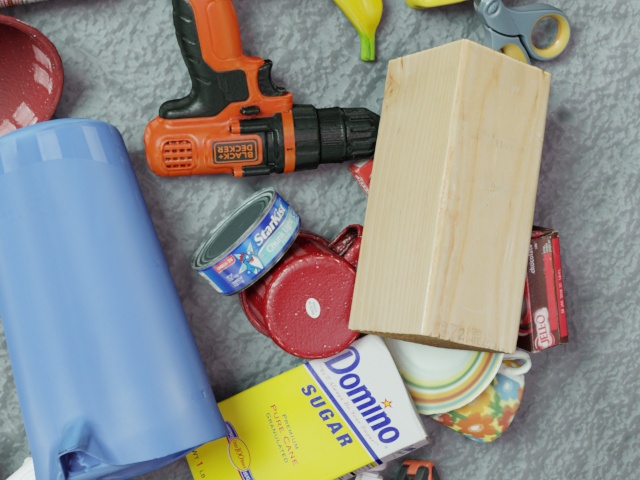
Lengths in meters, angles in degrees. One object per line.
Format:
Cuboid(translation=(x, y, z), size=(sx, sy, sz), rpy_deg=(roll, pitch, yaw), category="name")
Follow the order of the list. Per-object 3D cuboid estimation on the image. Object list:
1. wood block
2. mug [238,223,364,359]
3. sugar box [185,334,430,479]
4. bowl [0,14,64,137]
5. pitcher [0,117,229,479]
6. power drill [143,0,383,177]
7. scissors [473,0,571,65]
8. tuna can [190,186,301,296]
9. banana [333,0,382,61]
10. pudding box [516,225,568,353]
Cuboid(translation=(0.095, -0.027, 0.776), size=(0.090, 0.091, 0.206), rpy_deg=(14, 80, -31), category="wood block")
Cuboid(translation=(-0.003, 0.035, 0.822), size=(0.117, 0.081, 0.093), rpy_deg=(-46, 105, -3), category="mug")
Cuboid(translation=(-0.014, 0.148, 0.822), size=(0.176, 0.048, 0.093), rpy_deg=(-26, 71, 4), category="sugar box")
Cuboid(translation=(-0.260, -0.107, 0.726), size=(0.162, 0.162, 0.055), rpy_deg=(-31, 64, -7), category="bowl")
Cuboid(translation=(-0.157, 0.045, 0.747), size=(0.144, 0.149, 0.243), rpy_deg=(-13, 80, -29), category="pitcher")
Cuboid(translation=(-0.042, -0.137, 0.779), size=(0.184, 0.057, 0.188), rpy_deg=(-6, 112, -9), category="power drill")
Cuboid(translation=(0.142, -0.182, 0.801), size=(0.096, 0.016, 0.201), rpy_deg=(-36, 139, -10), category="scissors")
Cuboid(translation=(-0.055, 0.001, 0.802), size=(0.086, 0.086, 0.033), rpy_deg=(-45, 107, -3), category="tuna can")
Cuboid(translation=(-0.026, -0.209, 0.801), size=(0.197, 0.037, 0.069), rpy_deg=(27, 92, -15), category="banana")
Cuboid(translation=(0.146, 0.031, 0.839), size=(0.039, 0.114, 0.090), rpy_deg=(-11, 101, -19), category="pudding box")
